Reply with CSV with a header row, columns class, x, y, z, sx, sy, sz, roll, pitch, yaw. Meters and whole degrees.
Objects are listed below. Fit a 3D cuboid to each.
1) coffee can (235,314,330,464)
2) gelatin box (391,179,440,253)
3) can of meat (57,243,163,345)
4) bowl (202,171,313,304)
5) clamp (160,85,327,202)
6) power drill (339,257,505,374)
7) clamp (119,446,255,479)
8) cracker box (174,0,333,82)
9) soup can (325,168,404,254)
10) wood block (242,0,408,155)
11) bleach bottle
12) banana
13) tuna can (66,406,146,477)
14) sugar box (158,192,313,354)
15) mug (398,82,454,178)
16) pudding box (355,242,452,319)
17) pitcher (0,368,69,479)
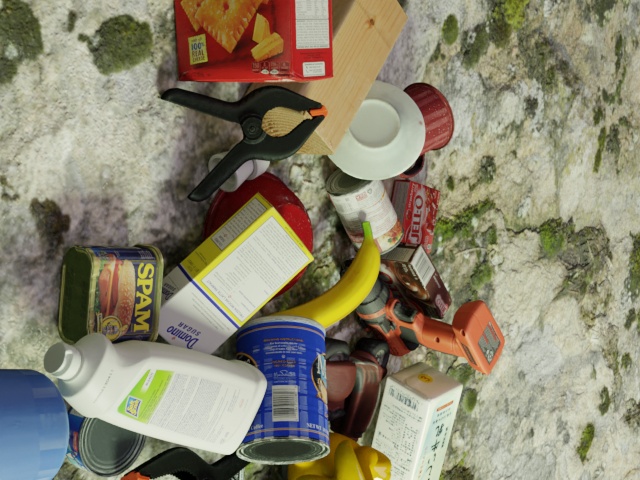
class,x,y,z,sx,sy,sz,roll,pitch,yaw
coffee can,-0.043,0.166,1.182,0.102,0.103,0.140,29,50,-47
gelatin box,0.125,-0.032,1.435,0.073,0.030,0.089,14,85,-49
can of meat,-0.207,0.054,1.050,0.083,0.058,0.102,2,95,-47
bowl,-0.058,0.001,1.213,0.161,0.055,0.162,-9,102,-48
clamp,-0.081,-0.125,1.116,0.171,0.039,0.120,-24,107,-5
power drill,0.125,0.095,1.335,0.057,0.188,0.184,-58,137,-22
clamp,-0.122,0.282,1.130,0.209,0.036,0.164,20,55,-47
cracker box,-0.072,-0.267,1.073,0.071,0.164,0.214,-15,107,-49
soup can,0.055,-0.039,1.326,0.068,0.069,0.102,-50,129,-32
wood block,0.007,-0.207,1.229,0.090,0.090,0.206,48,61,-40
bleach bottle,-0.163,0.139,1.049,0.250,0.068,0.102,31,82,-49
banana,0.008,0.064,1.269,0.197,0.037,0.069,-42,83,-18
tuna can,-0.217,0.193,1.075,0.085,0.034,0.086,-9,103,-48
sugar box,-0.100,0.043,1.127,0.176,0.048,0.093,-40,128,-2
mug,0.110,-0.135,1.363,0.081,0.093,0.117,-29,128,-38
pudding box,0.110,0.050,1.385,0.039,0.090,0.113,-54,131,-31
pitcher,-0.330,0.175,0.873,0.242,0.145,0.149,5,115,-52
